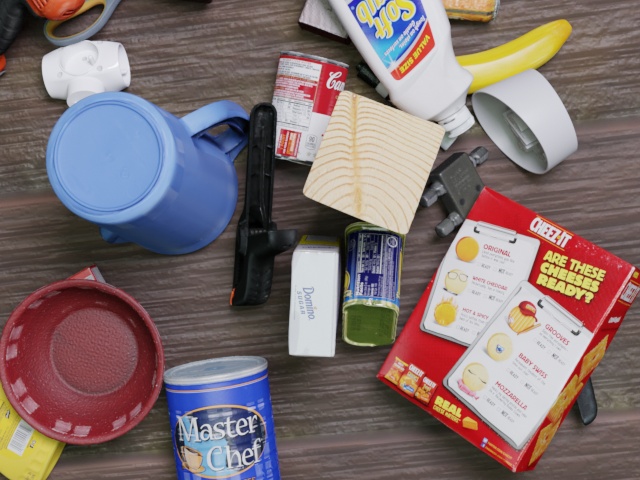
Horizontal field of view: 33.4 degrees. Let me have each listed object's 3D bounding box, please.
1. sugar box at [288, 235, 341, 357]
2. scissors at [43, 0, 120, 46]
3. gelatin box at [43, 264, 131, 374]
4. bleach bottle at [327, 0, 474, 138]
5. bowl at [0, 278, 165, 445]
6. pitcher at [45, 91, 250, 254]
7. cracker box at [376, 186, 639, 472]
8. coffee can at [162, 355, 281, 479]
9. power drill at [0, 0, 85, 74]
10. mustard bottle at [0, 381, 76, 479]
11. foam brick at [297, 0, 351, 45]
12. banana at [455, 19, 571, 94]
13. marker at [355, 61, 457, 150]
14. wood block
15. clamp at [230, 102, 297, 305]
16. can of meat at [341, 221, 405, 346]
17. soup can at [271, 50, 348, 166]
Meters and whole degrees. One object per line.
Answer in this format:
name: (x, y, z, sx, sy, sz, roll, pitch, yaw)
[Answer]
sugar box: (-0.004, 0.047, 0.988, 0.048, 0.176, 0.093, 2, 94, 4)
scissors: (-0.198, -0.269, 1.062, 0.201, 0.016, 0.096, -38, 71, -8)
gelatin box: (-0.241, 0.081, 1.083, 0.073, 0.030, 0.089, -29, 93, 5)
bleach bottle: (0.072, -0.210, 0.975, 0.103, 0.068, 0.251, -31, 103, 13)
bowl: (-0.227, 0.114, 1.040, 0.162, 0.055, 0.162, 0, 95, 3)
pitcher: (-0.149, -0.066, 0.960, 0.145, 0.243, 0.149, 10, 87, 5)
cracker box: (0.178, 0.083, 1.003, 0.164, 0.072, 0.214, 32, 96, 28)
coffee can: (-0.094, 0.191, 1.042, 0.103, 0.103, 0.140, -7, 93, 5)
power drill: (-0.320, -0.251, 1.008, 0.188, 0.057, 0.184, -36, 88, 42)
mustard bottle: (-0.348, 0.166, 1.082, 0.191, 0.058, 0.096, 27, 94, 2)
foam brick: (0.016, -0.236, 1.031, 0.051, 0.053, 0.078, 21, 94, 3)
banana: (0.144, -0.175, 1.033, 0.198, 0.037, 0.069, -1, 97, 4)
marker: (0.083, -0.134, 1.049, 0.121, 0.020, 0.020, 40, 95, 1)
wood block: (0.048, -0.067, 0.927, 0.090, 0.206, 0.091, 21, 95, 3)
clamp: (-0.056, 0.001, 0.991, 0.036, 0.164, 0.210, 1, 133, -13)
can of meat: (0.049, 0.044, 1.008, 0.057, 0.102, 0.084, 3, 62, 3)
soup can: (-0.016, -0.126, 1.033, 0.068, 0.068, 0.102, 12, 95, 3)
